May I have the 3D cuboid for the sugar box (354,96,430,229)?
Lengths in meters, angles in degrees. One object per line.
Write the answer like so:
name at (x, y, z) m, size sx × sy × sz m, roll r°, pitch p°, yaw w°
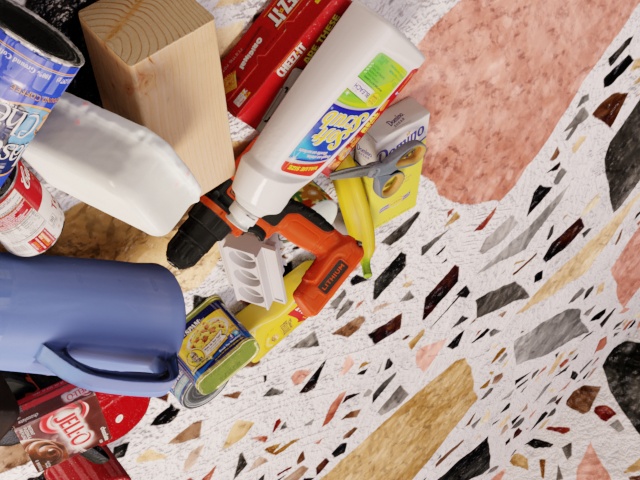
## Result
sugar box at (0.090, -0.096, 1.404) m, size 0.093 × 0.048 × 0.176 m, roll -30°, pitch 149°, yaw -25°

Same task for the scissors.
scissors at (0.061, -0.074, 1.311) m, size 0.201 × 0.016 × 0.096 m, roll -26°, pitch 150°, yaw -43°

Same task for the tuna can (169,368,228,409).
tuna can at (-0.164, 0.189, 1.455) m, size 0.086 × 0.034 × 0.086 m, roll -32°, pitch 149°, yaw -22°

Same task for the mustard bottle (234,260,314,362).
mustard bottle at (-0.037, 0.082, 1.457) m, size 0.191 × 0.058 × 0.096 m, roll -39°, pitch 152°, yaw -11°

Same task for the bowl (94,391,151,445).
bowl at (-0.265, 0.202, 1.320) m, size 0.162 × 0.055 × 0.162 m, roll -33°, pitch 150°, yaw -22°

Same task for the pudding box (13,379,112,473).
pudding box at (-0.282, 0.197, 1.157) m, size 0.090 × 0.039 × 0.113 m, roll -23°, pitch 150°, yaw -15°

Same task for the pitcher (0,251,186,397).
pitcher at (-0.258, 0.081, 1.060) m, size 0.242 × 0.149 × 0.145 m, roll 10°, pitch 77°, yaw -47°

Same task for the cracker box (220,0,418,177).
cracker box at (-0.004, -0.177, 1.150) m, size 0.164 × 0.072 × 0.213 m, roll -50°, pitch 150°, yaw 7°

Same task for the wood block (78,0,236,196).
wood block at (-0.148, -0.132, 1.000) m, size 0.090 × 0.090 × 0.206 m, roll -34°, pitch 149°, yaw -21°

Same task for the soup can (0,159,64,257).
soup can at (-0.284, -0.035, 0.971) m, size 0.068 × 0.069 × 0.102 m, roll -41°, pitch 152°, yaw -8°

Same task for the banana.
banana at (0.042, -0.050, 1.366) m, size 0.037 × 0.069 × 0.198 m, roll -19°, pitch 120°, yaw -1°

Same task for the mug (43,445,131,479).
mug at (-0.300, 0.317, 1.394) m, size 0.093 × 0.082 × 0.117 m, roll -23°, pitch 144°, yaw -35°

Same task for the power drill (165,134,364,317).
power drill at (-0.058, 0.001, 1.210) m, size 0.184 × 0.187 × 0.057 m, roll -50°, pitch -164°, yaw -6°

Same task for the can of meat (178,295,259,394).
can of meat at (-0.140, 0.135, 1.363) m, size 0.102 × 0.084 × 0.057 m, roll -40°, pitch 151°, yaw -9°

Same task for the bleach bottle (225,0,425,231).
bleach bottle at (-0.006, -0.114, 1.075) m, size 0.251 × 0.068 × 0.102 m, roll -52°, pitch 149°, yaw 8°

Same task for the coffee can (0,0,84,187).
coffee can at (-0.269, -0.114, 0.850) m, size 0.140 × 0.103 × 0.102 m, roll -53°, pitch 151°, yaw 13°
